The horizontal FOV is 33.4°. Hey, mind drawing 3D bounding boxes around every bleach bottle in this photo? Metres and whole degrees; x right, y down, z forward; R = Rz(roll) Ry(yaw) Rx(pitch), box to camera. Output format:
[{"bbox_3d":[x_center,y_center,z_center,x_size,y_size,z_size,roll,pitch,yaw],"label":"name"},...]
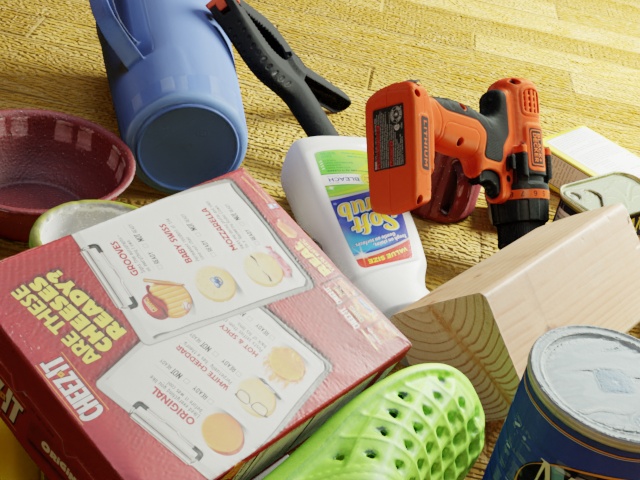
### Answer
[{"bbox_3d":[0.044,0.007,0.884,0.102,0.068,0.251,1,38,-22],"label":"bleach bottle"}]

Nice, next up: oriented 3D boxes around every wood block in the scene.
[{"bbox_3d":[0.160,0.052,0.800,0.205,0.090,0.091,-26,94,-44],"label":"wood block"}]

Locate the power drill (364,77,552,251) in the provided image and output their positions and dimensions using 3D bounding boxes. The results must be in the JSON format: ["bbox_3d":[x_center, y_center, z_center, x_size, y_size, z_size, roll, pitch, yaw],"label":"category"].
[{"bbox_3d":[0.122,-0.053,0.891,0.187,0.184,0.058,3,-10,-43],"label":"power drill"}]

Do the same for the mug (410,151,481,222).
[{"bbox_3d":[0.117,-0.064,0.995,0.093,0.082,0.117,3,34,-15],"label":"mug"}]

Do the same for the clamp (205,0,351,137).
[{"bbox_3d":[-0.031,-0.164,1.047,0.210,0.036,0.164,48,20,-20],"label":"clamp"}]

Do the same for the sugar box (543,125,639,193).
[{"bbox_3d":[0.305,-0.051,1.075,0.093,0.048,0.176,-20,49,-40],"label":"sugar box"}]

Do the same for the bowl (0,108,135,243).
[{"bbox_3d":[-0.234,-0.046,0.870,0.162,0.055,0.162,8,34,-6],"label":"bowl"}]

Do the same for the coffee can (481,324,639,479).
[{"bbox_3d":[0.157,0.137,0.653,0.102,0.140,0.103,9,33,-6],"label":"coffee can"}]

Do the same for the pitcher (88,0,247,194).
[{"bbox_3d":[-0.145,-0.158,0.999,0.149,0.145,0.243,1,38,-16],"label":"pitcher"}]

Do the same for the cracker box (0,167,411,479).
[{"bbox_3d":[-0.076,0.061,0.615,0.164,0.072,0.213,46,43,16],"label":"cracker box"}]
